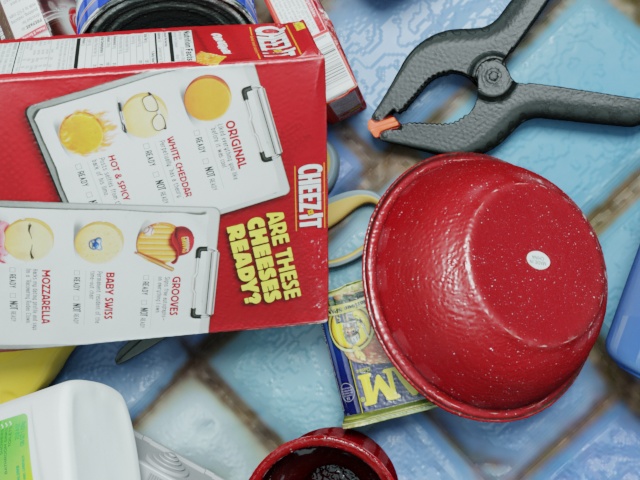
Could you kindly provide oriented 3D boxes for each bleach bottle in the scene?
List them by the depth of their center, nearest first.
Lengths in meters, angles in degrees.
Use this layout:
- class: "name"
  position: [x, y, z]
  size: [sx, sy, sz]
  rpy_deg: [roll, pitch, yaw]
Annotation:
- class: "bleach bottle"
  position: [-0.227, 0.166, 0.652]
  size: [0.251, 0.068, 0.102]
  rpy_deg: [-22, 66, 24]

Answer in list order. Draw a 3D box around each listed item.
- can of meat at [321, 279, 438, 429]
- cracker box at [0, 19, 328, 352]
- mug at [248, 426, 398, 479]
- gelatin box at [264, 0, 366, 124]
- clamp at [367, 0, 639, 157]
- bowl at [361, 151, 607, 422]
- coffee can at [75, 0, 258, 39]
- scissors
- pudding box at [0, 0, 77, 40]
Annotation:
- class: "can of meat"
  position: [0.053, 0.060, 0.646]
  size: [0.102, 0.057, 0.084]
  rpy_deg: [-15, 84, 6]
- class: "cracker box"
  position: [-0.106, -0.029, 0.583]
  size: [0.213, 0.072, 0.164]
  rpy_deg: [-5, 121, -7]
- class: "mug"
  position: [-0.006, 0.161, 0.638]
  size: [0.117, 0.081, 0.093]
  rpy_deg: [-24, 86, 6]
- class: "gelatin box"
  position: [-0.004, -0.120, 0.649]
  size: [0.030, 0.073, 0.089]
  rpy_deg: [-26, 85, 5]
- class: "clamp"
  position: [0.115, -0.092, 0.651]
  size: [0.171, 0.039, 0.120]
  rpy_deg: [-32, 80, 12]
- class: "bowl"
  position: [0.106, 0.019, 0.601]
  size: [0.161, 0.055, 0.162]
  rpy_deg: [7, 73, -24]
- class: "coffee can"
  position: [-0.093, -0.166, 0.623]
  size: [0.103, 0.102, 0.140]
  rpy_deg: [-13, 62, 7]
- class: "scissors"
  position: [-0.054, 0.001, 0.682]
  size: [0.202, 0.016, 0.096]
  rpy_deg: [-21, 84, 6]
- class: "pudding box"
  position: [-0.153, -0.131, 0.649]
  size: [0.039, 0.113, 0.090]
  rpy_deg: [-25, 86, 22]
